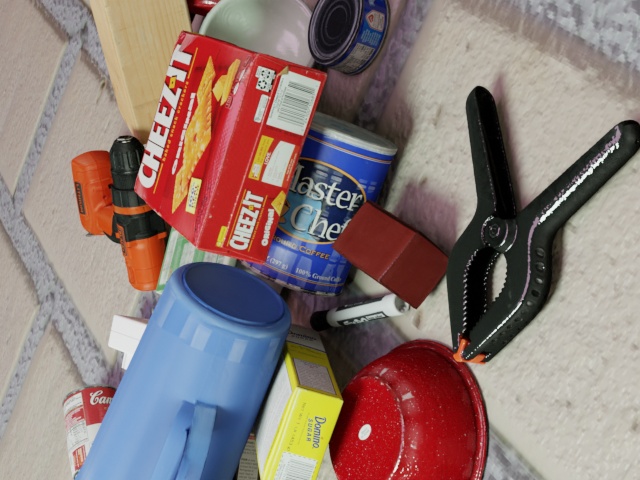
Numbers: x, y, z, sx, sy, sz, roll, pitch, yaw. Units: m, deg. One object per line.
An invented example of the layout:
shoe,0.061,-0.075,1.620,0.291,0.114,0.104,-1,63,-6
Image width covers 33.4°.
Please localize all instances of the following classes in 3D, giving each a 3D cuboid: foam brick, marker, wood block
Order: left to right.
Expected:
wood block,-0.191,-0.221,1.170,0.090,0.090,0.206,-125,20,-46
marker,0.030,0.063,0.931,0.121,0.020,0.020,-17,66,51
foam brick,0.058,0.011,0.869,0.051,0.053,0.078,-53,37,-1

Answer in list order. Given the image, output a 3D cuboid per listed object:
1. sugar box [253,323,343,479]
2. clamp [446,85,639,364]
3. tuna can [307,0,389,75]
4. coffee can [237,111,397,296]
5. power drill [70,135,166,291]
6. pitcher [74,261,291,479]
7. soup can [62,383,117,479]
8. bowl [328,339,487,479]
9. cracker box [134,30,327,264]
sugar box,-0.023,0.139,0.905,0.176,0.048,0.093,-107,36,-76
clamp,0.136,-0.012,0.793,0.165,0.036,0.210,37,110,51
tuna can,0.025,-0.202,1.005,0.086,0.033,0.086,-21,64,50
coffee can,-0.005,-0.035,0.937,0.103,0.102,0.140,36,109,52
power drill,-0.239,-0.049,1.256,0.188,0.057,0.184,33,133,56
pitcher,-0.114,0.149,0.907,0.149,0.144,0.243,36,115,27
soup can,-0.260,0.228,1.239,0.069,0.068,0.102,-48,46,35
bowl,0.055,0.155,0.840,0.162,0.055,0.162,-21,63,49
cracker box,-0.088,-0.089,0.927,0.214,0.072,0.164,33,107,62
